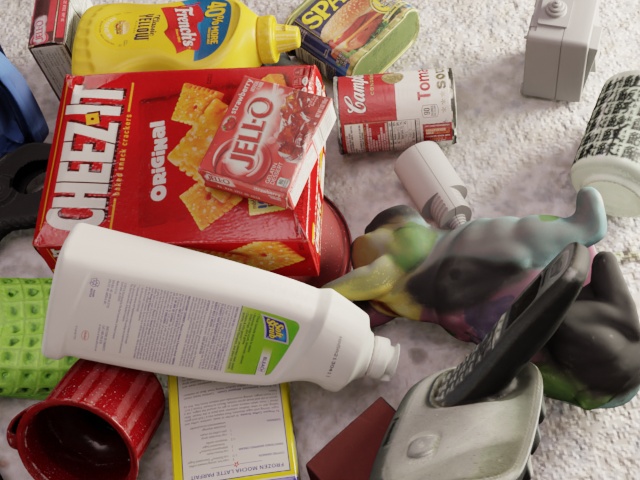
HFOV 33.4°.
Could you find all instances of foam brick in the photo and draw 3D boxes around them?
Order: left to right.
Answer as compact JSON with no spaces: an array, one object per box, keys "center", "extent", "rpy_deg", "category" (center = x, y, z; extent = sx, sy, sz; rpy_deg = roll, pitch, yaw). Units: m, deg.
[{"center":[0.036,0.164,0.778],"extent":[0.078,0.053,0.051],"rpy_deg":[-40,63,-14],"category":"foam brick"}]

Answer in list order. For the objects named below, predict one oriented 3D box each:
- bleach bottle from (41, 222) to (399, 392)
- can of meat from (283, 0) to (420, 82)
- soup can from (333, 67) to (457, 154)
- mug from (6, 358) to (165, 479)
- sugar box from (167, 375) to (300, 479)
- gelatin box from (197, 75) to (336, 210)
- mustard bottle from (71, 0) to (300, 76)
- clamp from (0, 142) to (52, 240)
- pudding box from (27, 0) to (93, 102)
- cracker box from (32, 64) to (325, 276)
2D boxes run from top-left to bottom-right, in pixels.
[{"center":[-0.068,0.065,0.779],"extent":[0.250,0.103,0.068],"rpy_deg":[15,29,-4],"category":"bleach bottle"},{"center":[0.029,-0.192,0.980],"extent":[0.084,0.057,0.102],"rpy_deg":[38,72,22],"category":"can of meat"},{"center":[0.065,-0.112,0.922],"extent":[0.102,0.068,0.068],"rpy_deg":[-4,60,5],"category":"soup can"},{"center":[-0.176,0.136,0.796],"extent":[0.117,0.093,0.081],"rpy_deg":[-7,24,17],"category":"mug"},{"center":[-0.061,0.167,0.787],"extent":[0.093,0.048,0.176],"rpy_deg":[-8,57,0],"category":"sugar box"},{"center":[-0.039,-0.072,0.786],"extent":[0.073,0.030,0.089],"rpy_deg":[17,66,17],"category":"gelatin box"},{"center":[-0.113,-0.168,0.921],"extent":[0.192,0.058,0.096],"rpy_deg":[-2,51,8],"category":"mustard bottle"},{"center":[-0.283,-0.044,0.942],"extent":[0.171,0.039,0.120],"rpy_deg":[-32,71,-3],"category":"clamp"},{"center":[-0.226,-0.177,0.975],"extent":[0.039,0.113,0.090],"rpy_deg":[-5,59,9],"category":"pudding box"},{"center":[-0.105,-0.055,0.846],"extent":[0.214,0.072,0.164],"rpy_deg":[-1,62,8],"category":"cracker box"}]
